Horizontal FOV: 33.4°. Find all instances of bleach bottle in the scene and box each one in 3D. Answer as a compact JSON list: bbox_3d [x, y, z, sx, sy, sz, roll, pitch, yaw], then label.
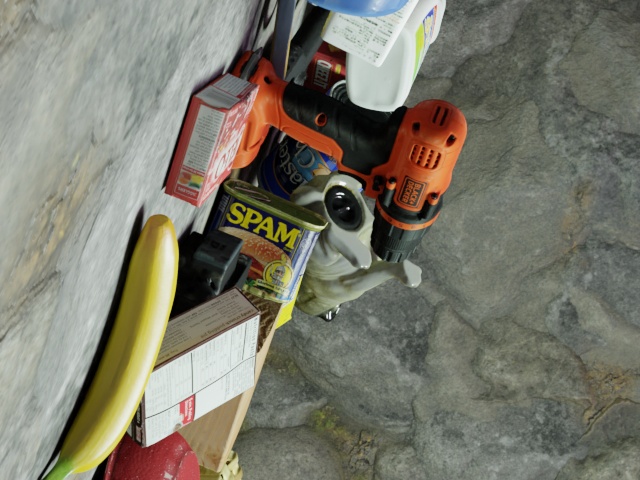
[{"bbox_3d":[0.093,-0.234,1.151,0.250,0.068,0.103,-60,159,-53],"label":"bleach bottle"}]

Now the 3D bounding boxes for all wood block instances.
[{"bbox_3d":[-0.109,0.129,1.079,0.090,0.091,0.206,-66,176,-46],"label":"wood block"}]

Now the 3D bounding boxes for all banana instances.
[{"bbox_3d":[-0.130,0.076,0.714,0.069,0.037,0.198,-45,156,-86],"label":"banana"}]

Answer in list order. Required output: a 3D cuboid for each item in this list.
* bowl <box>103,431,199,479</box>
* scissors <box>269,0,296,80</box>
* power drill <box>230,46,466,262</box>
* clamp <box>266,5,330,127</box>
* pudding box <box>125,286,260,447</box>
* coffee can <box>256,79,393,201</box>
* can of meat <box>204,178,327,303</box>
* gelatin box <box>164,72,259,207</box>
[{"bbox_3d":[-0.148,0.234,0.969,0.162,0.055,0.162,4,90,-80],"label":"bowl"},{"bbox_3d":[-0.019,-0.222,0.819,0.096,0.016,0.202,-91,-170,-62],"label":"scissors"},{"bbox_3d":[0.010,-0.064,0.843,0.185,0.187,0.057,106,4,-54],"label":"power drill"},{"bbox_3d":[-0.029,-0.155,0.963,0.171,0.039,0.120,-61,171,-74],"label":"clamp"},{"bbox_3d":[-0.100,0.096,0.815,0.113,0.039,0.090,-28,142,-33],"label":"pudding box"},{"bbox_3d":[0.011,-0.091,1.157,0.141,0.102,0.102,-43,-165,39],"label":"coffee can"},{"bbox_3d":[-0.057,0.001,0.994,0.057,0.102,0.084,-55,169,-77],"label":"can of meat"},{"bbox_3d":[-0.074,-0.072,0.745,0.089,0.030,0.073,-62,174,-69],"label":"gelatin box"}]
